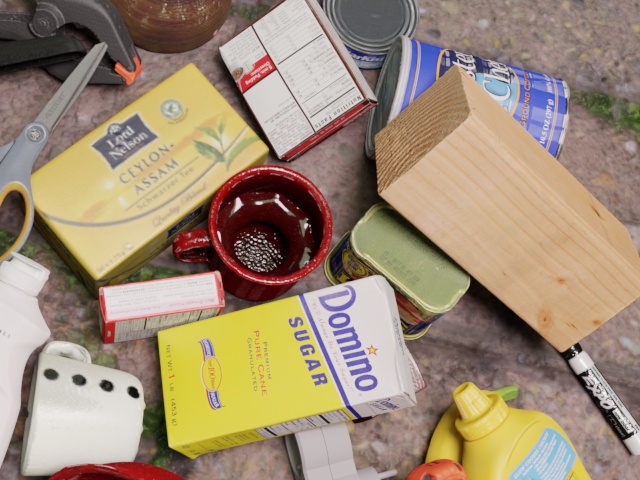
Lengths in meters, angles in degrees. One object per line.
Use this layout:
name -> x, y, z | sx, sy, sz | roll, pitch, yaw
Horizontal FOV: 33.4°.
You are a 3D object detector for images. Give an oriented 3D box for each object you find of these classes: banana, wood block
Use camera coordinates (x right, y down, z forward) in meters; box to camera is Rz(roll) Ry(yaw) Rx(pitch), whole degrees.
banana -> 0.109, 0.197, 0.817 | 0.069, 0.037, 0.197 | 15, 71, -6
wood block -> 0.144, -0.022, 0.809 | 0.206, 0.090, 0.091 | 39, 25, -22

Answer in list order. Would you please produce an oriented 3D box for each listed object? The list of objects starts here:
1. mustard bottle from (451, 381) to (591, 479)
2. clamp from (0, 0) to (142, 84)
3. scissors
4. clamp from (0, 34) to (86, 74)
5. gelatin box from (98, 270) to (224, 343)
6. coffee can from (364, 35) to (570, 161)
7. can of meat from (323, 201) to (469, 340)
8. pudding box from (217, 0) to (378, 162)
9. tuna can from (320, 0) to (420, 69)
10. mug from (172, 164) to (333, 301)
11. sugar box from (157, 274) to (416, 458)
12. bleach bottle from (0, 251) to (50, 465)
mustard bottle -> 0.158, 0.185, 0.793 | 0.096, 0.058, 0.191 | -42, 100, -34
clamp -> -0.214, -0.186, 0.838 | 0.171, 0.120, 0.039 | 24, 34, -8
scissors -> -0.227, -0.075, 0.767 | 0.096, 0.016, 0.201 | 20, 67, -16
clamp -> -0.295, -0.127, 0.821 | 0.210, 0.036, 0.164 | 33, 85, 4
gelatin box -> -0.119, 0.050, 0.795 | 0.089, 0.073, 0.030 | -8, 75, -14
coffee can -> 0.118, -0.101, 0.875 | 0.140, 0.103, 0.103 | 13, 71, -8
can of meat -> 0.060, 0.024, 0.834 | 0.102, 0.084, 0.057 | 39, 69, 2
pudding box -> -0.020, -0.134, 0.870 | 0.090, 0.039, 0.113 | -32, 82, 15
tuna can -> 0.041, -0.192, 0.924 | 0.086, 0.034, 0.086 | 3, 73, -11
mug -> -0.055, 0.001, 0.819 | 0.117, 0.082, 0.093 | -9, 75, -15
sugar box -> -0.026, 0.091, 0.773 | 0.176, 0.048, 0.093 | -17, 64, 13
bleach bottle -> -0.245, 0.128, 0.706 | 0.102, 0.068, 0.251 | 29, 86, -17
